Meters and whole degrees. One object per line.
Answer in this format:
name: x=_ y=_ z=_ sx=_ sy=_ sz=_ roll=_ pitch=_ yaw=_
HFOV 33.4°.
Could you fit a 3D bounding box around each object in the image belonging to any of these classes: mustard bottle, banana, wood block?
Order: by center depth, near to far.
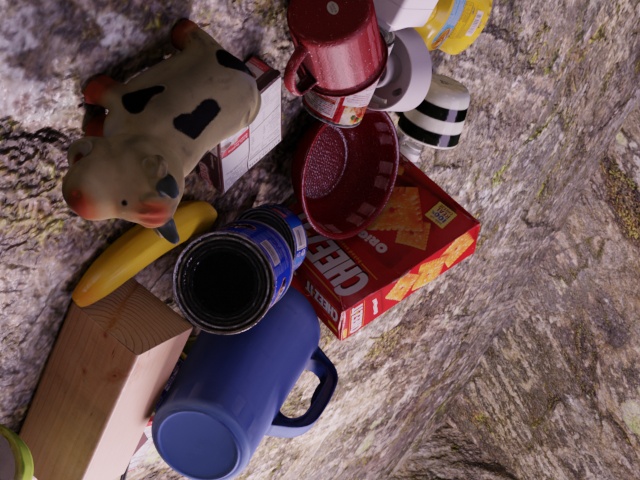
banana: x=-0.157 y=0.003 z=1.030 sx=0.197 sy=0.037 sz=0.070 roll=-33 pitch=151 yaw=-48
wood block: x=-0.221 y=0.152 z=1.067 sx=0.090 sy=0.090 sz=0.206 roll=-24 pitch=146 yaw=-57
mustard bottle: x=0.138 y=-0.265 z=1.230 sx=0.096 sy=0.058 sz=0.191 roll=-61 pitch=161 yaw=20

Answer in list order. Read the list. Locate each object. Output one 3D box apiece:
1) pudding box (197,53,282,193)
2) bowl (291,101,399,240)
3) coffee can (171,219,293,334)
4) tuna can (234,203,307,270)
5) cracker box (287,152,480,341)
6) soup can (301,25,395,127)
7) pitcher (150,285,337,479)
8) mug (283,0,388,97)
pudding box: x=-0.078 y=-0.109 z=1.018 sx=0.090 sy=0.039 sz=0.113 roll=-46 pitch=163 yaw=-23
bowl: x=0.018 y=-0.085 z=1.220 sx=0.161 sy=0.055 sz=0.162 roll=-20 pitch=119 yaw=-41
coffee can: x=-0.087 y=0.035 z=1.103 sx=0.103 sy=0.103 sz=0.140 roll=-56 pitch=178 yaw=8
tuna can: x=-0.058 y=0.001 z=1.199 sx=0.033 sy=0.086 sz=0.086 roll=-25 pitch=147 yaw=-59
cracker box: x=0.058 y=-0.003 z=1.287 sx=0.213 sy=0.164 sz=0.072 roll=-31 pitch=149 yaw=-23
soup can: x=0.029 y=-0.178 z=1.106 sx=0.068 sy=0.068 sz=0.102 roll=-31 pitch=151 yaw=-50
pitcher: x=-0.083 y=0.157 z=1.174 sx=0.242 sy=0.149 sz=0.145 roll=-61 pitch=139 yaw=-58
mug: x=0.006 y=-0.186 z=1.002 sx=0.117 sy=0.093 sz=0.081 roll=-47 pitch=157 yaw=-12
